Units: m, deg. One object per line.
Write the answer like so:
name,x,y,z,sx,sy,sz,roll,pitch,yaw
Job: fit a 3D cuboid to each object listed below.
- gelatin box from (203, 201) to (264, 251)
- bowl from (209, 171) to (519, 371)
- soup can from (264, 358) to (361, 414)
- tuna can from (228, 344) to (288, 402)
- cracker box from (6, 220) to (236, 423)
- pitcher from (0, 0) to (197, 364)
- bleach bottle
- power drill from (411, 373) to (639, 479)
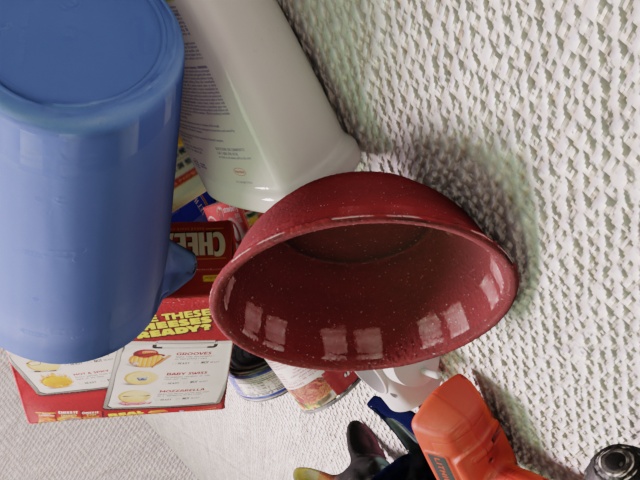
gelatin box,-0.055,0.001,0.822,0.089,0.030,0.073,-5,106,67
bowl,0.021,0.011,0.571,0.162,0.162,0.055,79,-174,-57
soup can,-0.017,0.079,0.859,0.102,0.068,0.069,54,162,-12
tuna can,-0.044,0.099,0.933,0.086,0.086,0.033,21,145,56
cracker box,-0.149,0.065,0.805,0.214,0.164,0.072,104,161,-59
pitcher,-0.151,-0.038,0.592,0.145,0.149,0.243,44,150,13
bleach bottle,-0.068,-0.134,0.564,0.103,0.068,0.250,12,136,46
power drill,0.142,0.154,0.653,0.188,0.057,0.184,30,153,46
